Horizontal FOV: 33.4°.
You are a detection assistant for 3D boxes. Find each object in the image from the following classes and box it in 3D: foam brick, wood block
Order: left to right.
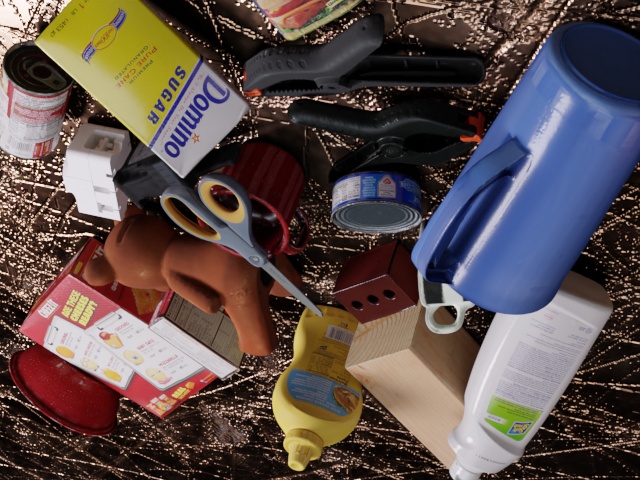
[{"bbox_3d":[0.061,0.044,1.106,0.078,0.051,0.053,-23,123,39],"label":"foam brick"},{"bbox_3d":[0.132,0.157,1.172,0.091,0.090,0.206,-22,124,38],"label":"wood block"}]

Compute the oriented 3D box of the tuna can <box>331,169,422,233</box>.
[{"bbox_3d":[0.053,-0.036,1.011,0.086,0.034,0.086,2,161,0],"label":"tuna can"}]

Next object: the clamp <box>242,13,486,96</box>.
[{"bbox_3d":[0.023,-0.145,0.900,0.210,0.036,0.164,-3,172,45],"label":"clamp"}]

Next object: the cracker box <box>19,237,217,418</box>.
[{"bbox_3d":[-0.229,0.108,1.281,0.213,0.072,0.164,35,137,-15],"label":"cracker box"}]

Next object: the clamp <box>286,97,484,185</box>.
[{"bbox_3d":[0.057,-0.099,0.955,0.172,0.039,0.120,-11,151,28],"label":"clamp"}]

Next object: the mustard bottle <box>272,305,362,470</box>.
[{"bbox_3d":[0.001,0.163,1.153,0.096,0.191,0.058,21,139,-1],"label":"mustard bottle"}]

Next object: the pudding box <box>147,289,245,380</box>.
[{"bbox_3d":[-0.130,0.089,1.204,0.113,0.090,0.039,37,136,-19],"label":"pudding box"}]

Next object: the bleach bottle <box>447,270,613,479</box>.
[{"bbox_3d":[0.190,0.142,1.073,0.102,0.068,0.251,22,114,-8],"label":"bleach bottle"}]

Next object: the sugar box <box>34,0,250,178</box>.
[{"bbox_3d":[-0.155,-0.148,0.947,0.176,0.048,0.093,43,97,-14],"label":"sugar box"}]

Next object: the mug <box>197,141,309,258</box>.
[{"bbox_3d":[-0.055,-0.035,1.045,0.117,0.081,0.093,39,136,-20],"label":"mug"}]

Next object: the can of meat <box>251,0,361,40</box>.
[{"bbox_3d":[-0.016,-0.217,0.851,0.102,0.057,0.084,-19,128,38],"label":"can of meat"}]

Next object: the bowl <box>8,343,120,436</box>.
[{"bbox_3d":[-0.311,0.173,1.354,0.162,0.162,0.055,35,101,-16],"label":"bowl"}]

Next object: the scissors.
[{"bbox_3d":[-0.057,0.001,1.008,0.201,0.016,0.096,33,138,-14],"label":"scissors"}]

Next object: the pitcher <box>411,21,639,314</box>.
[{"bbox_3d":[0.180,-0.055,0.884,0.145,0.149,0.243,22,136,-2],"label":"pitcher"}]

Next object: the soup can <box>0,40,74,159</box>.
[{"bbox_3d":[-0.281,-0.135,1.039,0.068,0.068,0.102,25,140,-5],"label":"soup can"}]
